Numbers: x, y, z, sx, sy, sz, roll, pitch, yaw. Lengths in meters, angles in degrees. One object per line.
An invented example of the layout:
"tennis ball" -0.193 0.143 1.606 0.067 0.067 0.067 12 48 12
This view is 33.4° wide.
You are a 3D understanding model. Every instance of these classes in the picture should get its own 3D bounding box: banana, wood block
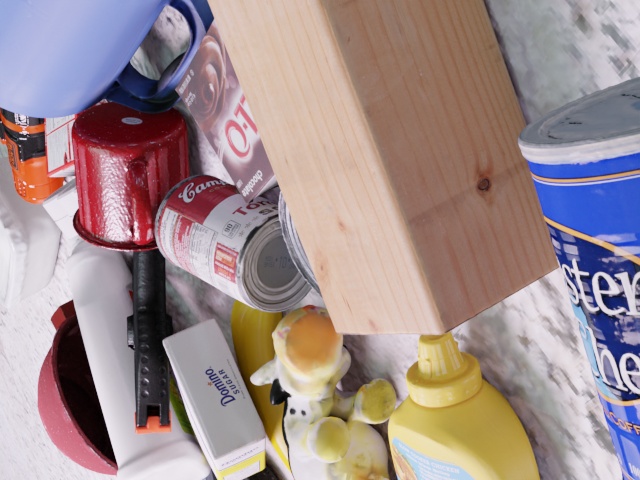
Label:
"banana" -0.027 0.108 0.773 0.070 0.037 0.198 14 124 56
"wood block" 0.027 -0.067 0.501 0.090 0.090 0.206 -7 106 59

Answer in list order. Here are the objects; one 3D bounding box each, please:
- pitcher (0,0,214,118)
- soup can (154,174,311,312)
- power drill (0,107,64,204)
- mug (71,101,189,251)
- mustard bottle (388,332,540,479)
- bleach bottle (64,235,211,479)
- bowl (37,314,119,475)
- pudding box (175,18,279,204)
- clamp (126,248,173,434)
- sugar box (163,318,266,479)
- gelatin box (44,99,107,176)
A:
"pitcher" -0.137 -0.173 0.660 0.243 0.149 0.145 -28 73 57
"soup can" -0.055 0.001 0.703 0.102 0.068 0.068 24 132 48
"power drill" -0.302 -0.147 0.988 0.188 0.057 0.184 46 145 29
"mug" -0.134 -0.044 0.763 0.117 0.093 0.081 -110 19 -56
"mustard bottle" 0.083 0.138 0.602 0.096 0.058 0.191 15 125 54
"bleach bottle" -0.171 0.092 0.922 0.102 0.068 0.251 69 177 -68
"bowl" -0.202 0.149 0.960 0.055 0.162 0.162 -31 84 18
"pudding box" -0.035 -0.086 0.635 0.090 0.039 0.114 59 150 8
"clamp" -0.136 0.069 0.849 0.120 0.039 0.171 107 162 -74
"sugar box" -0.075 0.126 0.798 0.176 0.048 0.093 106 139 -70
"gelatin box" -0.201 -0.094 0.878 0.089 0.030 0.073 -10 83 59
